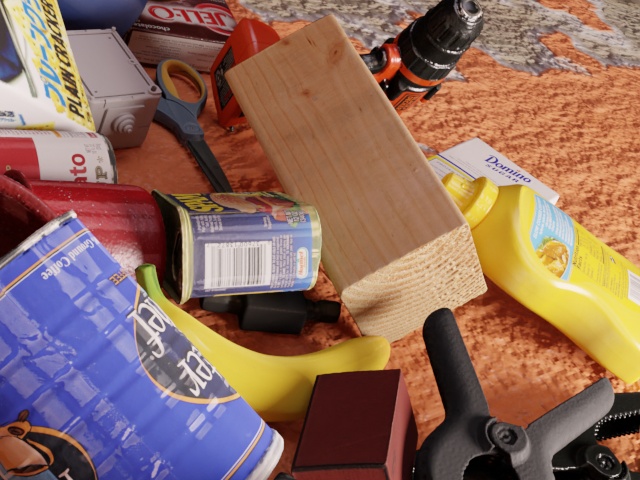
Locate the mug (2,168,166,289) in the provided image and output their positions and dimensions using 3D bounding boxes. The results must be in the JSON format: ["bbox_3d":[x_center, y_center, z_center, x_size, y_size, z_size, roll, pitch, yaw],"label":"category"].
[{"bbox_3d":[-0.137,0.013,0.616,0.081,0.093,0.117,1,34,-35],"label":"mug"}]

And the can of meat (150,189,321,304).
[{"bbox_3d":[-0.054,0.001,0.650,0.083,0.057,0.102,-2,11,-19],"label":"can of meat"}]

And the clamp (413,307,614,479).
[{"bbox_3d":[0.089,0.109,0.596,0.120,0.039,0.171,25,42,14],"label":"clamp"}]

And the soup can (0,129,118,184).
[{"bbox_3d":[-0.188,-0.036,0.677,0.102,0.069,0.068,-2,40,-30],"label":"soup can"}]

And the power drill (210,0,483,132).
[{"bbox_3d":[0.018,-0.140,0.853,0.187,0.185,0.057,-4,71,-25],"label":"power drill"}]

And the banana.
[{"bbox_3d":[-0.027,0.070,0.609,0.037,0.069,0.197,2,-14,45],"label":"banana"}]

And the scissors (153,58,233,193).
[{"bbox_3d":[-0.121,-0.089,0.833,0.096,0.016,0.202,7,37,-18],"label":"scissors"}]

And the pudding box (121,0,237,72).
[{"bbox_3d":[-0.129,-0.189,0.946,0.113,0.039,0.090,1,39,-27],"label":"pudding box"}]

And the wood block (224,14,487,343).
[{"bbox_3d":[0.021,-0.043,0.726,0.090,0.090,0.206,-29,56,1],"label":"wood block"}]

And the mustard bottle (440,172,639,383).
[{"bbox_3d":[0.160,0.014,0.752,0.191,0.058,0.096,36,38,-12],"label":"mustard bottle"}]

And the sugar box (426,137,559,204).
[{"bbox_3d":[0.104,-0.023,0.834,0.093,0.048,0.175,39,35,23],"label":"sugar box"}]

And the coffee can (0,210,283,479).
[{"bbox_3d":[-0.100,0.072,0.469,0.140,0.103,0.102,48,36,-5],"label":"coffee can"}]

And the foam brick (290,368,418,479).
[{"bbox_3d":[0.020,0.114,0.577,0.051,0.053,0.078,-6,30,16],"label":"foam brick"}]
